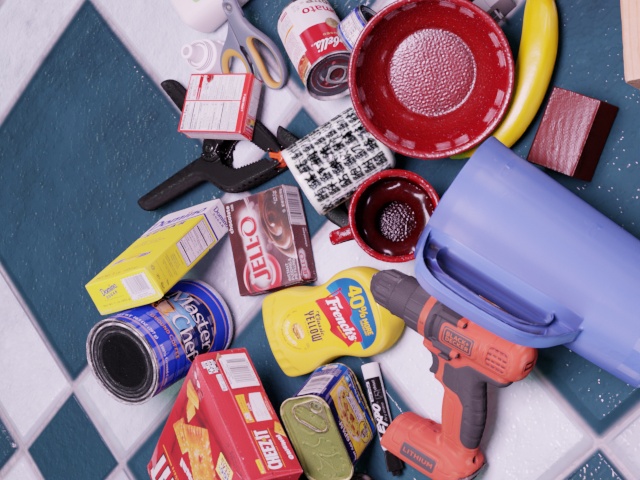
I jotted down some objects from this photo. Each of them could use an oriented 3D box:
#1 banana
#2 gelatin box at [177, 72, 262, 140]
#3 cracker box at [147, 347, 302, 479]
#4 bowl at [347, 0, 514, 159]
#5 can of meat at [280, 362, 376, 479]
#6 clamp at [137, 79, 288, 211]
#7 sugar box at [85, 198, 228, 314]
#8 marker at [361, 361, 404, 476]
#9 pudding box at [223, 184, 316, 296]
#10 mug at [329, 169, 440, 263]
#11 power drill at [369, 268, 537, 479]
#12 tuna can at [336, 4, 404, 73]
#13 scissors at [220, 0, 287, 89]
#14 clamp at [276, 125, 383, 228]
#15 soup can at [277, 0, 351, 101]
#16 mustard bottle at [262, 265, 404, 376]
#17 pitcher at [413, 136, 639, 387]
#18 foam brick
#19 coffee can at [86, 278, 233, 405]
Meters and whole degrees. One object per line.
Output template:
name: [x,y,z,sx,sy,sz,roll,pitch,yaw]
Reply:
banana: [0.194,-0.157,1.061,0.070,0.037,0.198,34,106,29]
gelatin box: [-0.116,-0.155,1.237,0.089,0.030,0.073,4,78,29]
cracker box: [-0.112,0.248,1.160,0.164,0.071,0.214,61,140,34]
bowl: [0.110,-0.164,1.058,0.162,0.055,0.162,2,104,7]
can of meat: [0.011,0.189,1.115,0.058,0.083,0.102,-15,104,28]
clamp: [-0.129,-0.097,1.269,0.210,0.036,0.164,17,92,31]
sugar box: [-0.180,0.015,1.219,0.093,0.176,0.048,-15,112,30]
marker: [0.067,0.190,1.136,0.020,0.020,0.121,-21,76,31]
pudding box: [-0.058,0.001,1.217,0.090,0.039,0.113,-16,78,32]
mug: [0.065,-0.018,1.091,0.117,0.081,0.093,-21,86,3]
power drill: [0.112,0.136,1.051,0.185,0.057,0.188,29,125,33]
tuna can: [0.059,-0.207,1.125,0.034,0.086,0.086,-42,66,22]
scissors: [-0.111,-0.254,1.231,0.096,0.016,0.202,-28,99,42]
clamp: [0.017,-0.075,1.170,0.120,0.039,0.171,-16,76,27]
soup can: [-0.001,-0.210,1.161,0.069,0.068,0.102,-43,50,24]
mustard bottle: [0.032,0.079,1.142,0.192,0.058,0.096,-19,85,30]
pitcher: [0.209,0.029,0.953,0.243,0.145,0.149,34,95,13]
foam brick: [0.240,-0.101,1.019,0.051,0.052,0.078,25,100,32]
coffee can: [-0.181,0.113,1.217,0.103,0.140,0.103,11,113,29]
